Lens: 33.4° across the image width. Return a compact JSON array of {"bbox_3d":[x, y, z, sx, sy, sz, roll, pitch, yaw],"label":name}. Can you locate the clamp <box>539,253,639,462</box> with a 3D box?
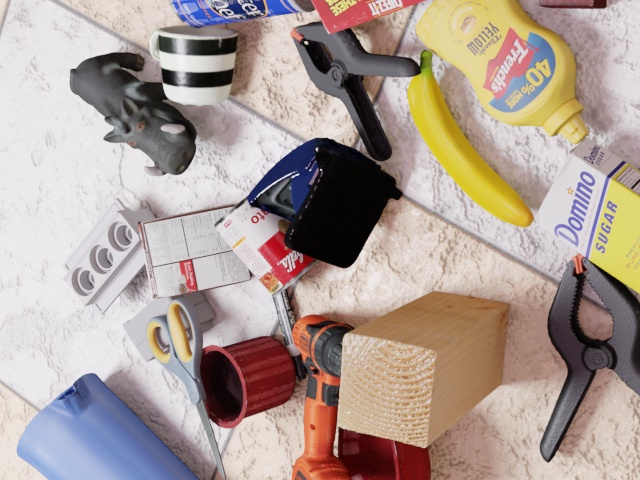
[{"bbox_3d":[0.281,0.114,1.021,0.165,0.036,0.210,-4,96,29],"label":"clamp"}]

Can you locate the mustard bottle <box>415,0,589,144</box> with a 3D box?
[{"bbox_3d":[0.184,-0.166,1.013,0.096,0.058,0.192,-45,78,24],"label":"mustard bottle"}]

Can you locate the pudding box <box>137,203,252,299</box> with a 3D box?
[{"bbox_3d":[-0.140,0.012,1.191,0.039,0.113,0.090,180,79,-73],"label":"pudding box"}]

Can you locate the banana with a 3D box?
[{"bbox_3d":[0.138,-0.089,1.050,0.037,0.070,0.198,-32,87,-14],"label":"banana"}]

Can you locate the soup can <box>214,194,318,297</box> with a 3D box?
[{"bbox_3d":[-0.058,0.001,1.152,0.069,0.068,0.102,-39,92,27],"label":"soup can"}]

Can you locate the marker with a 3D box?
[{"bbox_3d":[-0.035,0.097,1.195,0.020,0.020,0.121,-14,92,29],"label":"marker"}]

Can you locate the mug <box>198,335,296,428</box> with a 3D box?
[{"bbox_3d":[-0.090,0.152,1.191,0.117,0.081,0.093,3,101,47],"label":"mug"}]

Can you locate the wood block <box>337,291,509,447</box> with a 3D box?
[{"bbox_3d":[0.103,0.115,1.018,0.090,0.205,0.091,9,102,26],"label":"wood block"}]

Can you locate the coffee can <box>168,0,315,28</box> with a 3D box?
[{"bbox_3d":[-0.078,-0.279,1.106,0.140,0.102,0.103,-2,98,28],"label":"coffee can"}]

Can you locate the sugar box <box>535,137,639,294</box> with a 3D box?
[{"bbox_3d":[0.291,-0.007,0.976,0.176,0.048,0.093,34,135,17],"label":"sugar box"}]

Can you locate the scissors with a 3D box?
[{"bbox_3d":[-0.150,0.163,1.182,0.096,0.016,0.202,-5,94,44],"label":"scissors"}]

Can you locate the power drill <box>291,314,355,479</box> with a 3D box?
[{"bbox_3d":[0.012,0.176,1.102,0.057,0.184,0.188,2,95,-14],"label":"power drill"}]

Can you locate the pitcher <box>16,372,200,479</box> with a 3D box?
[{"bbox_3d":[-0.235,0.287,1.281,0.243,0.149,0.145,39,99,13],"label":"pitcher"}]

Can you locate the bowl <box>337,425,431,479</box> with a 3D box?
[{"bbox_3d":[0.071,0.235,1.115,0.162,0.055,0.162,179,90,-70],"label":"bowl"}]

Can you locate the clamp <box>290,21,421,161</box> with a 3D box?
[{"bbox_3d":[0.035,-0.175,1.081,0.171,0.039,0.120,50,135,19],"label":"clamp"}]
